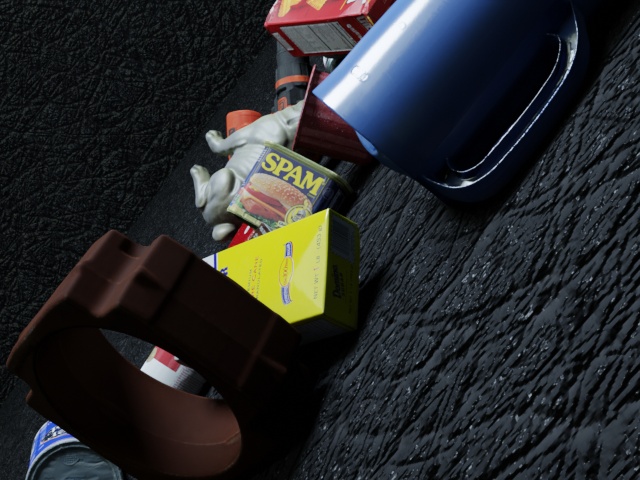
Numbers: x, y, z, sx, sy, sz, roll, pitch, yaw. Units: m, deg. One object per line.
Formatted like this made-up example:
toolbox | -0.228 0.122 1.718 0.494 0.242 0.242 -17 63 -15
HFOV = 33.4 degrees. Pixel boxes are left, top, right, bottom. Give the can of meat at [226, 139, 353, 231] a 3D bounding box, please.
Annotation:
can of meat | -0.032 -0.041 1.081 0.084 0.102 0.057 -59 -20 -7

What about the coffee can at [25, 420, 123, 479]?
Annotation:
coffee can | -0.274 0.256 1.193 0.103 0.102 0.140 -56 12 -4

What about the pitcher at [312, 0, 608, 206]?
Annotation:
pitcher | 0.123 -0.148 0.766 0.243 0.149 0.145 -50 -2 8

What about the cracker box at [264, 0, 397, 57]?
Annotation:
cracker box | 0.047 -0.306 1.269 0.214 0.072 0.164 10 65 54

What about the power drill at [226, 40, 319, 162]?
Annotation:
power drill | -0.064 -0.168 1.422 0.188 0.057 0.184 -28 62 58

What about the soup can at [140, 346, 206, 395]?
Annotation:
soup can | -0.151 0.138 1.127 0.102 0.068 0.069 -58 13 -8

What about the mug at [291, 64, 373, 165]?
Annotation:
mug | 0.020 -0.119 1.098 0.117 0.081 0.093 107 177 -66

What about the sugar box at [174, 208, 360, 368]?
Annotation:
sugar box | -0.047 0.045 0.871 0.177 0.048 0.093 -20 55 37
